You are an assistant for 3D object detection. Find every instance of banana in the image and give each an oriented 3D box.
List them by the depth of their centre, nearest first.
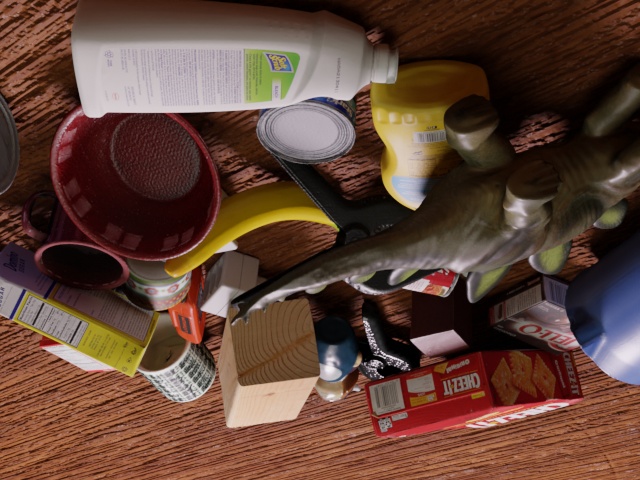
[{"bbox_3d":[-0.057,-0.018,1.010,0.197,0.069,0.037,-12,179,-23],"label":"banana"}]

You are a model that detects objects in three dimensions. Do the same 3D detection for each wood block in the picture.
[{"bbox_3d":[-0.063,0.146,1.225,0.090,0.090,0.206,-6,160,-12],"label":"wood block"}]

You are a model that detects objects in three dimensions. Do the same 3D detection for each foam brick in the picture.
[{"bbox_3d":[0.131,0.080,1.155,0.053,0.078,0.051,-14,141,27],"label":"foam brick"}]

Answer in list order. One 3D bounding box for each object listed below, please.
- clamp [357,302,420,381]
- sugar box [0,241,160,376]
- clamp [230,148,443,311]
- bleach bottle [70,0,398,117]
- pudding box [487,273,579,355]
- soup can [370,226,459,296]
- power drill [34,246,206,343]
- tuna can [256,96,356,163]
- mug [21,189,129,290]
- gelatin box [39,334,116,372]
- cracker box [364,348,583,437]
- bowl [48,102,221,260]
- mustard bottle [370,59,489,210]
[{"bbox_3d":[0.068,0.129,1.277,0.171,0.039,0.120,28,146,-27],"label":"clamp"},{"bbox_3d":[-0.257,0.069,1.094,0.176,0.093,0.048,25,106,-7],"label":"sugar box"},{"bbox_3d":[0.021,0.008,0.998,0.209,0.164,0.036,17,-175,-15],"label":"clamp"},{"bbox_3d":[-0.065,-0.141,0.851,0.251,0.068,0.103,3,145,-1],"label":"bleach bottle"},{"bbox_3d":[0.255,0.084,1.178,0.113,0.039,0.090,24,143,-27],"label":"pudding box"},{"bbox_3d":[0.083,0.013,1.065,0.102,0.068,0.069,13,147,-12],"label":"soup can"},{"bbox_3d":[-0.226,0.074,1.214,0.187,0.057,0.184,5,149,0],"label":"power drill"},{"bbox_3d":[-0.011,-0.105,0.926,0.086,0.033,0.086,4,147,2],"label":"tuna can"},{"bbox_3d":[-0.240,-0.012,1.060,0.117,0.081,0.093,23,143,-26],"label":"mug"},{"bbox_3d":[-0.263,0.120,1.218,0.073,0.030,0.089,-9,148,30],"label":"gelatin box"},{"bbox_3d":[0.182,0.178,1.238,0.164,0.072,0.213,-22,162,37],"label":"cracker box"},{"bbox_3d":[-0.157,-0.064,0.956,0.162,0.055,0.162,7,119,13],"label":"bowl"},{"bbox_3d":[0.100,-0.074,0.935,0.096,0.058,0.191,-6,146,5],"label":"mustard bottle"}]
